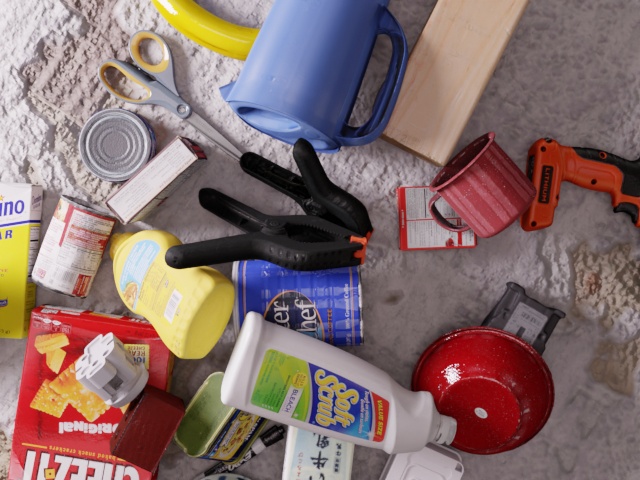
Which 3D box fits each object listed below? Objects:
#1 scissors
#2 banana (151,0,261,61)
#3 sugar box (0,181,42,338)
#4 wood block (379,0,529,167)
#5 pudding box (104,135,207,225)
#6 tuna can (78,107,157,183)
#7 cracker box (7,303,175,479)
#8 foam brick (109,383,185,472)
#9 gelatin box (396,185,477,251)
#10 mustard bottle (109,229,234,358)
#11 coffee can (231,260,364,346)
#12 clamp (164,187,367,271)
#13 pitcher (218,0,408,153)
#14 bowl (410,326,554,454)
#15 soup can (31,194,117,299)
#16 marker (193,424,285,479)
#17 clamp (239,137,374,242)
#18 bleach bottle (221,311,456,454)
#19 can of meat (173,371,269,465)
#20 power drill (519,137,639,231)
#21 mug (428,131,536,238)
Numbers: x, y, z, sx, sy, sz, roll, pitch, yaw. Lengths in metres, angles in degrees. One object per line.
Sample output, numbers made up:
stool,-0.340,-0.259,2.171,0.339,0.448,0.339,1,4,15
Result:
scissors,-0.156,-0.170,1.223,0.202,0.016,0.096,24,93,0
banana,-0.117,-0.247,1.211,0.197,0.037,0.069,20,64,-2
sugar box,-0.373,0.020,1.221,0.093,0.048,0.176,3,94,4
wood block,0.142,-0.192,1.177,0.090,0.091,0.206,27,92,-1
pudding box,-0.182,-0.068,1.191,0.113,0.090,0.039,-44,91,3
tuna can,-0.231,-0.108,1.218,0.086,0.034,0.086,0,92,1
cracker box,-0.258,0.190,1.212,0.164,0.072,0.214,9,93,0
foam brick,-0.187,0.201,1.152,0.051,0.053,0.078,29,89,-13
gelatin box,0.132,-0.026,1.214,0.089,0.030,0.073,-3,92,-1
mustard bottle,-0.176,0.043,1.174,0.192,0.058,0.096,36,110,38
coffee can,-0.024,0.070,1.186,0.140,0.103,0.103,-3,92,1
clamp,-0.058,0.001,1.146,0.210,0.164,0.036,12,120,10
pitcher,0.010,-0.221,1.149,0.149,0.145,0.243,26,82,-27
bowl,0.177,0.179,1.183,0.162,0.055,0.162,4,111,11
soup can,-0.278,0.007,1.207,0.068,0.068,0.102,21,93,0
marker,-0.093,0.251,1.237,0.121,0.020,0.020,-34,91,2
clamp,-0.011,-0.051,1.188,0.171,0.120,0.039,48,66,-33
bleach bottle,0.027,0.161,1.130,0.250,0.068,0.103,18,103,-9
can of meat,-0.107,0.199,1.195,0.057,0.083,0.102,36,93,28
power drill,0.323,-0.038,1.197,0.187,0.057,0.184,6,89,-2
mug,0.170,-0.050,1.160,0.117,0.093,0.081,-39,100,29
